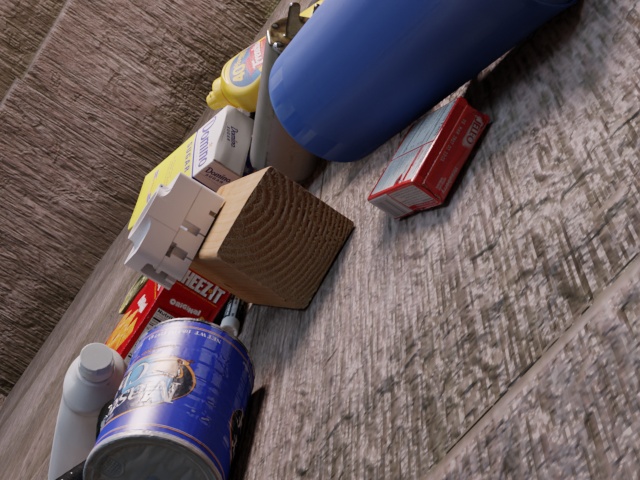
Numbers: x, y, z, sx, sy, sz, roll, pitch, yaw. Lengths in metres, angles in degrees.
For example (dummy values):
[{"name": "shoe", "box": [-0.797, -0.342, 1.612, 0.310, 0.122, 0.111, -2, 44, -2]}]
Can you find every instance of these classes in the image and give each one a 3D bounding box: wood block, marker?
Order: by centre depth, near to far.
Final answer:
[{"name": "wood block", "box": [-0.057, 0.002, 0.977, 0.090, 0.090, 0.206, -60, 13, -10]}, {"name": "marker", "box": [-0.086, 0.061, 1.100, 0.020, 0.020, 0.121, -51, 15, 26]}]

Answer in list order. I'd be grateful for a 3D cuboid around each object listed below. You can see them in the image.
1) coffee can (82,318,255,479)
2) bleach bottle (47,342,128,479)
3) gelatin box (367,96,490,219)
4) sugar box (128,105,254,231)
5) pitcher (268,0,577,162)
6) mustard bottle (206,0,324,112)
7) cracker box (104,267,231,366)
[{"name": "coffee can", "box": [-0.112, 0.141, 0.819, 0.103, 0.102, 0.140, -50, 14, 29]}, {"name": "bleach bottle", "box": [-0.217, 0.185, 0.997, 0.251, 0.068, 0.102, 106, -175, -48]}, {"name": "gelatin box", "box": [0.077, -0.057, 0.762, 0.073, 0.030, 0.089, -59, 12, -15]}, {"name": "sugar box", "box": [-0.150, -0.074, 1.228, 0.177, 0.048, 0.093, -37, 32, 40]}, {"name": "pitcher", "box": [0.073, -0.162, 0.793, 0.243, 0.149, 0.145, -39, 33, 46]}, {"name": "mustard bottle", "box": [-0.054, -0.196, 1.206, 0.192, 0.058, 0.096, -26, 40, 32]}, {"name": "cracker box", "box": [-0.179, 0.097, 1.160, 0.214, 0.072, 0.164, -57, 13, 6]}]
